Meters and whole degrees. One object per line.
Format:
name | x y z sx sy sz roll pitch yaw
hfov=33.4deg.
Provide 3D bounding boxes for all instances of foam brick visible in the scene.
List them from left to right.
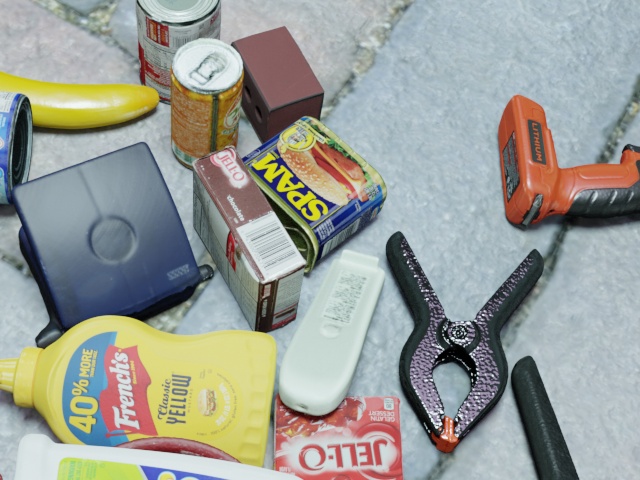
foam brick | -0.038 -0.128 0.881 0.051 0.053 0.078 -20 63 -18

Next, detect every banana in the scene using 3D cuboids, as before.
banana | -0.233 -0.123 0.864 0.198 0.037 0.069 17 61 3

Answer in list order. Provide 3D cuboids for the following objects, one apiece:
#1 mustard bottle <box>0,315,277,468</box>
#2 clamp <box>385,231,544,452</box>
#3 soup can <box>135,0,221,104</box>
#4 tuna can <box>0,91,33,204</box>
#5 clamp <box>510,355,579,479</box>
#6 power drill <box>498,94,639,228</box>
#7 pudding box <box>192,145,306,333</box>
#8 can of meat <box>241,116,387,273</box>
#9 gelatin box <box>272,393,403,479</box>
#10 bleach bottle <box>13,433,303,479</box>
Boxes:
mustard bottle | -0.128 0.101 0.725 0.191 0.058 0.096 7 90 -1
clamp | 0.091 0.067 0.790 0.120 0.039 0.171 12 60 14
soup can | -0.115 -0.167 0.866 0.068 0.102 0.068 3 60 -5
tuna can | -0.241 -0.070 0.803 0.033 0.086 0.086 6 59 -6
clamp | 0.175 0.184 0.731 0.165 0.036 0.209 27 60 15
power drill | 0.245 -0.073 0.879 0.187 0.057 0.184 4 59 -5
pudding box | -0.055 0.001 0.781 0.039 0.090 0.113 -23 65 -17
can of meat | -0.011 -0.039 0.830 0.083 0.057 0.102 -37 71 -27
gelatin box | 0.012 0.145 0.736 0.089 0.030 0.073 3 56 -5
bleach bottle | -0.053 0.171 0.632 0.250 0.068 0.102 3 59 -7
